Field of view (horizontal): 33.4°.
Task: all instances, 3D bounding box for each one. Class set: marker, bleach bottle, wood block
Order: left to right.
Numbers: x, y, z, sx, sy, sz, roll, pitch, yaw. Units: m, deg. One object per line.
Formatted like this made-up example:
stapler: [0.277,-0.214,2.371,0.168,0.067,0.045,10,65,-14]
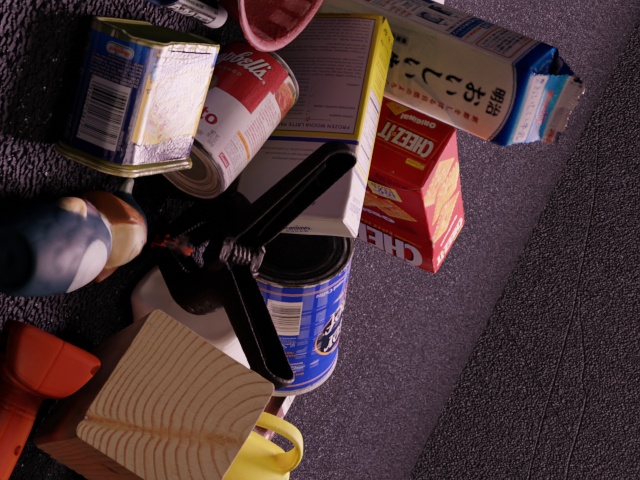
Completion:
wood block: [-0.120,0.119,0.713,0.090,0.090,0.206,-59,-168,-21]
marker: [-0.093,-0.157,0.690,0.020,0.020,0.121,-68,163,8]
bleach bottle: [-0.103,0.128,0.908,0.068,0.103,0.251,-47,155,-35]

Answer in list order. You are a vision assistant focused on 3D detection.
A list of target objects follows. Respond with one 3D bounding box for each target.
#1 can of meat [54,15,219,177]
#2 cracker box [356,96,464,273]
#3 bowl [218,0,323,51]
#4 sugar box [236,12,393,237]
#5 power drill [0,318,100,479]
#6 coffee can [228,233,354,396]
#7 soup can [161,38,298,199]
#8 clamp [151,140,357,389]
can of meat: [-0.111,-0.090,0.665,0.102,0.057,0.084,-21,131,-67]
cracker box: [0.042,-0.061,0.978,0.072,0.164,0.213,-59,162,-14]
bowl: [-0.034,-0.213,0.725,0.162,0.055,0.162,-54,160,-31]
sugar box: [-0.004,-0.092,0.834,0.048,0.093,0.176,46,52,-64]
power drill: [-0.196,0.139,0.614,0.187,0.057,0.185,-63,-161,-11]
coffee can: [-0.030,0.049,0.899,0.102,0.103,0.140,-50,157,-41]
soup can: [-0.071,-0.088,0.770,0.102,0.068,0.068,-54,160,-30]
clamp: [-0.055,0.001,0.751,0.036,0.210,0.164,23,87,-35]
